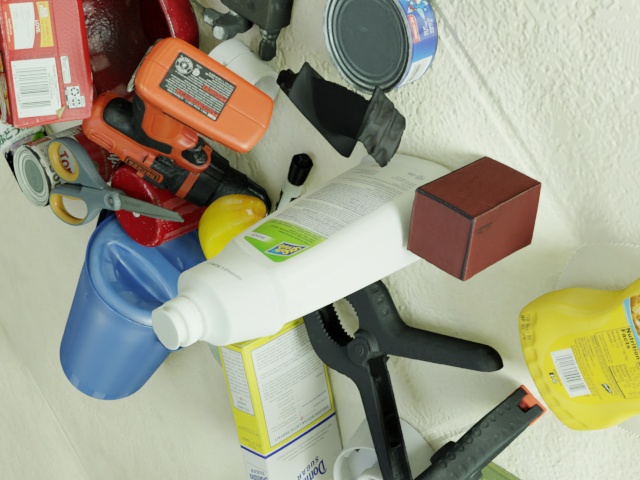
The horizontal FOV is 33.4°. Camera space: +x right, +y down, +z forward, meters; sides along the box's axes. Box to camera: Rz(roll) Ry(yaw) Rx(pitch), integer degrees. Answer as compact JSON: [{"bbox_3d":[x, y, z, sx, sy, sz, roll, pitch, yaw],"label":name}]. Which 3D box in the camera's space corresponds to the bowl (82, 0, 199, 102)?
[{"bbox_3d":[-0.159,-0.190,0.962,0.162,0.055,0.162,28,130,38],"label":"bowl"}]

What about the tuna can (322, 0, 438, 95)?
[{"bbox_3d":[0.043,-0.150,0.765,0.086,0.033,0.086,28,130,38],"label":"tuna can"}]

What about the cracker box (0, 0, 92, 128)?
[{"bbox_3d":[-0.253,-0.187,0.936,0.214,0.072,0.164,-157,60,-70],"label":"cracker box"}]

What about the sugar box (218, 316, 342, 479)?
[{"bbox_3d":[-0.034,0.153,0.987,0.048,0.093,0.176,16,123,45],"label":"sugar box"}]

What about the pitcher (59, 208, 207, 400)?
[{"bbox_3d":[-0.203,0.068,1.119,0.145,0.149,0.243,29,144,-6],"label":"pitcher"}]

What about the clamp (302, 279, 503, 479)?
[{"bbox_3d":[0.051,0.084,0.881,0.210,0.036,0.165,54,127,25],"label":"clamp"}]

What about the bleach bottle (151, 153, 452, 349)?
[{"bbox_3d":[-0.014,0.009,0.746,0.103,0.250,0.068,16,123,45],"label":"bleach bottle"}]

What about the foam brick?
[{"bbox_3d":[0.106,-0.017,0.733,0.051,0.078,0.053,31,130,36],"label":"foam brick"}]

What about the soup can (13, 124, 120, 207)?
[{"bbox_3d":[-0.255,-0.082,1.102,0.069,0.102,0.068,27,130,38],"label":"soup can"}]

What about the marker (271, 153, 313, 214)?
[{"bbox_3d":[-0.030,-0.031,0.934,0.020,0.020,0.121,47,140,21],"label":"marker"}]

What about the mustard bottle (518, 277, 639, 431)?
[{"bbox_3d":[0.216,0.065,0.666,0.192,0.058,0.096,-20,94,53],"label":"mustard bottle"}]

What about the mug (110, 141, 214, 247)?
[{"bbox_3d":[-0.152,-0.050,1.015,0.117,0.081,0.093,37,136,30],"label":"mug"}]

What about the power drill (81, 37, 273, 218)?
[{"bbox_3d":[-0.102,-0.082,0.882,0.184,0.057,0.188,29,158,-11],"label":"power drill"}]

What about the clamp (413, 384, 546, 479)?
[{"bbox_3d":[0.095,0.172,0.787,0.039,0.171,0.120,45,-179,11],"label":"clamp"}]

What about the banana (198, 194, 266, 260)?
[{"bbox_3d":[-0.074,-0.002,0.928,0.069,0.037,0.198,14,159,6],"label":"banana"}]

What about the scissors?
[{"bbox_3d":[-0.198,-0.056,0.984,0.202,0.016,0.096,-5,103,47],"label":"scissors"}]
